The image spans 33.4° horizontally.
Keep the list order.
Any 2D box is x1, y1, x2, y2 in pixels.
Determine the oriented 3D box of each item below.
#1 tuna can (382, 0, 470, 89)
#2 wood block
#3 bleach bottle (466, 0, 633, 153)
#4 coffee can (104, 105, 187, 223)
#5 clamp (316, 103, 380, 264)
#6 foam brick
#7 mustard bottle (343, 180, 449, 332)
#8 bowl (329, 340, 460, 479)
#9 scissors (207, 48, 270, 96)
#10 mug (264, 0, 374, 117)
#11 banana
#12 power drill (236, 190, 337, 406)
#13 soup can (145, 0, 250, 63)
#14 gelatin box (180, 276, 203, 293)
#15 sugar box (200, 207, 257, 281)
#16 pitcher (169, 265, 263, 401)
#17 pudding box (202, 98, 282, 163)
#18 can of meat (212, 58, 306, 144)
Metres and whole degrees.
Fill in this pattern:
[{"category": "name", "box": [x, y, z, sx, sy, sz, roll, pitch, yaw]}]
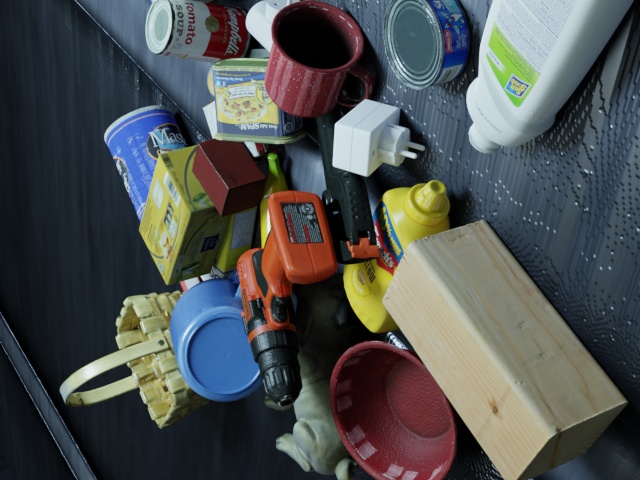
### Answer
[{"category": "tuna can", "box": [0.093, -0.178, 0.937, 0.086, 0.033, 0.086, 37, 136, 47]}, {"category": "wood block", "box": [0.152, 0.094, 0.923, 0.206, 0.090, 0.091, 56, 147, 28]}, {"category": "bleach bottle", "box": [0.162, -0.160, 0.796, 0.103, 0.068, 0.251, 59, 151, 24]}, {"category": "coffee can", "box": [-0.225, -0.100, 1.473, 0.140, 0.102, 0.103, 64, 151, 15]}, {"category": "clamp", "box": [0.018, -0.030, 1.084, 0.210, 0.036, 0.165, -110, 23, -52]}, {"category": "foam brick", "box": [-0.108, -0.077, 1.249, 0.078, 0.052, 0.051, 56, 148, 25]}, {"category": "mustard bottle", "box": [0.079, 0.005, 1.035, 0.192, 0.058, 0.096, 117, 142, -52]}, {"category": "bowl", "box": [0.087, 0.172, 1.093, 0.162, 0.055, 0.162, 16, 115, 39]}, {"category": "scissors", "box": [-0.096, -0.202, 1.275, 0.202, 0.016, 0.096, 35, 131, 50]}, {"category": "mug", "box": [0.000, -0.172, 1.065, 0.117, 0.093, 0.082, 28, 146, 4]}, {"category": "banana", "box": [-0.054, 0.001, 1.248, 0.069, 0.037, 0.198, 39, -134, -72]}, {"category": "power drill", "box": [-0.037, 0.054, 1.094, 0.188, 0.057, 0.184, 116, 144, -51]}, {"category": "soup can", "box": [-0.141, -0.241, 1.226, 0.069, 0.102, 0.068, -3, 86, 54]}, {"category": "gelatin box", "box": [-0.167, 0.086, 1.517, 0.089, 0.030, 0.073, 69, 175, -74]}, {"category": "sugar box", "box": [-0.131, -0.008, 1.416, 0.093, 0.048, 0.176, 52, 144, 34]}, {"category": "pitcher", "box": [-0.115, 0.110, 1.292, 0.243, 0.145, 0.149, -160, 49, -83]}, {"category": "pudding box", "box": [-0.096, -0.137, 1.291, 0.114, 0.039, 0.090, -16, 92, 60]}, {"category": "can of meat", "box": [-0.070, -0.156, 1.184, 0.102, 0.057, 0.084, 6, 111, 26]}]
